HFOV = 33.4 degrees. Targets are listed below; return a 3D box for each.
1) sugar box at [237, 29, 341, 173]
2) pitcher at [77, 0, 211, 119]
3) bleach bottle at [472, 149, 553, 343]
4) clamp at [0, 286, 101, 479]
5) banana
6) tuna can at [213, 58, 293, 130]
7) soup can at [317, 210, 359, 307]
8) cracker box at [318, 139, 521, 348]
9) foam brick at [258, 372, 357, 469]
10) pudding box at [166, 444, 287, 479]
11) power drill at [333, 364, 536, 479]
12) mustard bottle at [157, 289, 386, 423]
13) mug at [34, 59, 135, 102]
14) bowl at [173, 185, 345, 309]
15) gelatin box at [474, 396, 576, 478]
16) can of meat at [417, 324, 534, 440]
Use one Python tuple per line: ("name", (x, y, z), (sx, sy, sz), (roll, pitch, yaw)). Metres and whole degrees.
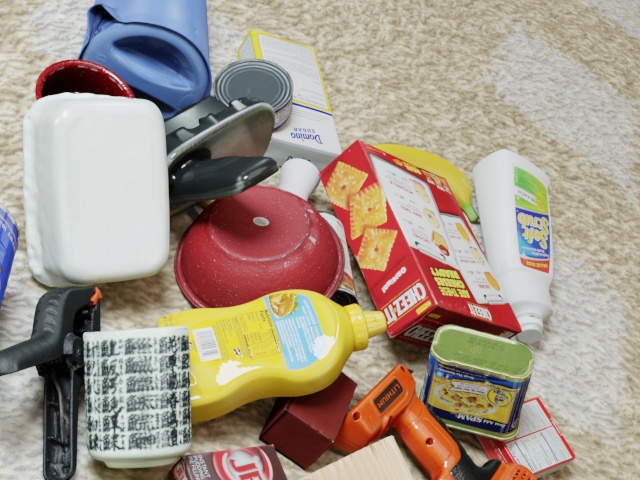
("sugar box", (-0.037, -0.158, 1.221), (0.093, 0.048, 0.176), (12, 49, -28))
("pitcher", (-0.174, -0.227, 1.130), (0.145, 0.149, 0.243), (9, 42, -12))
("bleach bottle", (0.237, 0.012, 1.256), (0.102, 0.068, 0.251), (30, 42, -31))
("clamp", (-0.205, 0.085, 0.815), (0.039, 0.120, 0.171), (-8, 42, 6))
("banana", (0.110, -0.081, 1.267), (0.197, 0.037, 0.069), (17, 43, -25))
("tuna can", (-0.072, -0.154, 1.146), (0.086, 0.034, 0.086), (1, 53, -1))
("soup can", (-0.003, 0.029, 1.046), (0.068, 0.069, 0.102), (15, 43, -27))
("cracker box", (0.103, 0.012, 1.120), (0.163, 0.072, 0.214), (18, 41, -47))
("foam brick", (-0.010, 0.149, 0.935), (0.051, 0.053, 0.078), (34, 40, -6))
("pudding box", (-0.060, 0.219, 0.837), (0.089, 0.039, 0.113), (1, 52, -39))
("power drill", (0.095, 0.215, 0.952), (0.188, 0.057, 0.184), (46, 39, 6))
("mustard bottle", (-0.036, 0.089, 0.905), (0.191, 0.058, 0.096), (-12, 49, -12))
("mug", (-0.228, -0.096, 0.975), (0.093, 0.082, 0.117), (26, 49, -12))
("bowl", (-0.056, 0.001, 0.986), (0.162, 0.055, 0.162), (1, 49, -1))
("gelatin box", (0.202, 0.202, 1.068), (0.089, 0.030, 0.073), (-9, 59, -40))
("can of meat", (0.148, 0.135, 1.020), (0.102, 0.084, 0.057), (13, 39, 9))
